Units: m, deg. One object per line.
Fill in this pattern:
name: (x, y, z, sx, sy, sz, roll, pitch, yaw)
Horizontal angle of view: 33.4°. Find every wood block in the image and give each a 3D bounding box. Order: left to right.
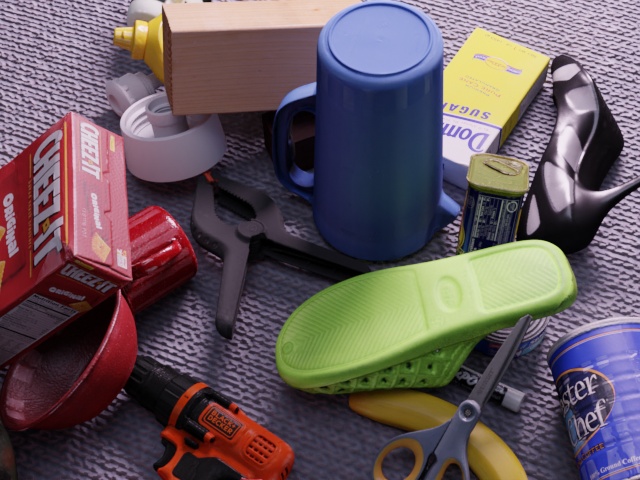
wood block: (-0.052, -0.187, 1.076, 0.206, 0.091, 0.090, -5, 30, -12)

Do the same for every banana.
banana: (0.114, 0.179, 0.926, 0.069, 0.037, 0.198, -39, 63, -21)

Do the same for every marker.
marker: (0.127, 0.122, 0.973, 0.121, 0.020, 0.020, 24, 61, 19)

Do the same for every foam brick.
foam brick: (-0.016, -0.111, 1.119, 0.078, 0.051, 0.053, -19, 56, -10)

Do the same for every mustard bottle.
mustard bottle: (-0.126, -0.205, 1.151, 0.191, 0.058, 0.096, 7, 75, -13)

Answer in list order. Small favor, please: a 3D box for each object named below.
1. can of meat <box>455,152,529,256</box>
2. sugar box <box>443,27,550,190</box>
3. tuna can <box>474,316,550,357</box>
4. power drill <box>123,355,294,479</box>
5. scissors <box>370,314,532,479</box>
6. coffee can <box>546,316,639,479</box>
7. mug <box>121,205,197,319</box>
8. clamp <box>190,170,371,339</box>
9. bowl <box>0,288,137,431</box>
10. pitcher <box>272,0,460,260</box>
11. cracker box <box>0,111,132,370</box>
can of meat: (0.161, -0.027, 1.011, 0.057, 0.084, 0.102, 10, 23, 7)
sugar box: (0.162, -0.142, 1.133, 0.093, 0.048, 0.176, 27, 60, 19)
tuna can: (0.171, 0.067, 0.999, 0.086, 0.034, 0.086, -2, 56, 2)
power drill: (-0.143, 0.202, 0.912, 0.185, 0.057, 0.187, 28, 63, 23)
scissors: (0.106, 0.147, 0.908, 0.096, 0.016, 0.202, 16, 86, 23)
coffee can: (0.258, 0.149, 0.898, 0.103, 0.103, 0.140, -7, 56, -2)
mug: (-0.167, 0.018, 1.008, 0.081, 0.117, 0.093, -33, 98, -24)
clamp: (-0.057, 0.001, 1.047, 0.164, 0.036, 0.210, -13, 46, -22)
bowl: (-0.214, 0.109, 0.952, 0.162, 0.055, 0.162, -33, 34, 26)
pitcher: (0.044, -0.102, 0.994, 0.149, 0.243, 0.145, -24, 56, -14)
cracker box: (-0.271, 0.007, 0.976, 0.214, 0.072, 0.164, -32, 50, 28)
